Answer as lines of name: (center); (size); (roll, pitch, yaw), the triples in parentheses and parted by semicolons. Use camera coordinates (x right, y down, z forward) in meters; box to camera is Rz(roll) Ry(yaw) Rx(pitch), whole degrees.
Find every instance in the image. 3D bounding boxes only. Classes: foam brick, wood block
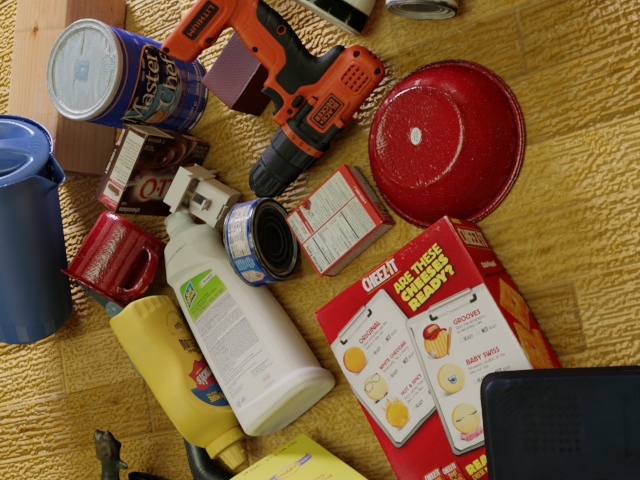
foam brick: (-0.072, -0.175, 1.094); (0.053, 0.051, 0.078); (47, 111, 26)
wood block: (-0.291, -0.180, 1.216); (0.091, 0.090, 0.206); (4, 89, 34)

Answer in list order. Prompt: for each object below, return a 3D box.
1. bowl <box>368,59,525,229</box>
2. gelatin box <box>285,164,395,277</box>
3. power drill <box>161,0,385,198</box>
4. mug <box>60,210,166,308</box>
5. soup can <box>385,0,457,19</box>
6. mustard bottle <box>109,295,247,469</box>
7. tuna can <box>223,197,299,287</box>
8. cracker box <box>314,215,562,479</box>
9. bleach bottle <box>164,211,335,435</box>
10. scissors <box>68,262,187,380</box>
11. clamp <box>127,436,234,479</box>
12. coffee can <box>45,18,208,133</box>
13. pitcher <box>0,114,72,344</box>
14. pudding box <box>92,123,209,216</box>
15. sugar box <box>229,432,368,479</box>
bowl: (0.101, -0.090, 0.973); (0.162, 0.055, 0.162); (-3, 85, 33)
gelatin box: (0.018, -0.018, 1.037); (0.089, 0.030, 0.073); (-42, 67, 24)
power drill: (-0.059, -0.154, 1.033); (0.187, 0.057, 0.185); (39, 108, -9)
mug: (-0.211, 0.024, 1.138); (0.117, 0.093, 0.081); (21, 78, 52)
soup can: (0.097, -0.260, 0.979); (0.069, 0.068, 0.102); (5, 90, 33)
mustard bottle: (-0.133, 0.147, 1.081); (0.058, 0.096, 0.192); (-38, 77, 13)
tuna can: (-0.057, 0.001, 1.052); (0.034, 0.086, 0.086); (-14, 79, 30)
cracker box: (0.114, 0.112, 0.941); (0.164, 0.072, 0.214); (-38, 67, 25)
bleach bottle: (-0.088, 0.068, 1.083); (0.103, 0.068, 0.251); (-42, 63, 22)
scissors: (-0.214, 0.069, 1.191); (0.096, 0.016, 0.202); (-46, 65, 20)
clamp: (-0.121, 0.250, 1.106); (0.172, 0.039, 0.120); (34, 110, 27)
coffee can: (-0.202, -0.167, 1.125); (0.103, 0.140, 0.103); (-3, 85, 33)
pitcher: (-0.349, -0.007, 1.160); (0.149, 0.144, 0.243); (50, 150, 41)
pudding box: (-0.175, -0.072, 1.118); (0.039, 0.113, 0.090); (31, 104, 28)
sugar box: (0.002, 0.244, 0.959); (0.176, 0.093, 0.048); (21, 135, 53)
